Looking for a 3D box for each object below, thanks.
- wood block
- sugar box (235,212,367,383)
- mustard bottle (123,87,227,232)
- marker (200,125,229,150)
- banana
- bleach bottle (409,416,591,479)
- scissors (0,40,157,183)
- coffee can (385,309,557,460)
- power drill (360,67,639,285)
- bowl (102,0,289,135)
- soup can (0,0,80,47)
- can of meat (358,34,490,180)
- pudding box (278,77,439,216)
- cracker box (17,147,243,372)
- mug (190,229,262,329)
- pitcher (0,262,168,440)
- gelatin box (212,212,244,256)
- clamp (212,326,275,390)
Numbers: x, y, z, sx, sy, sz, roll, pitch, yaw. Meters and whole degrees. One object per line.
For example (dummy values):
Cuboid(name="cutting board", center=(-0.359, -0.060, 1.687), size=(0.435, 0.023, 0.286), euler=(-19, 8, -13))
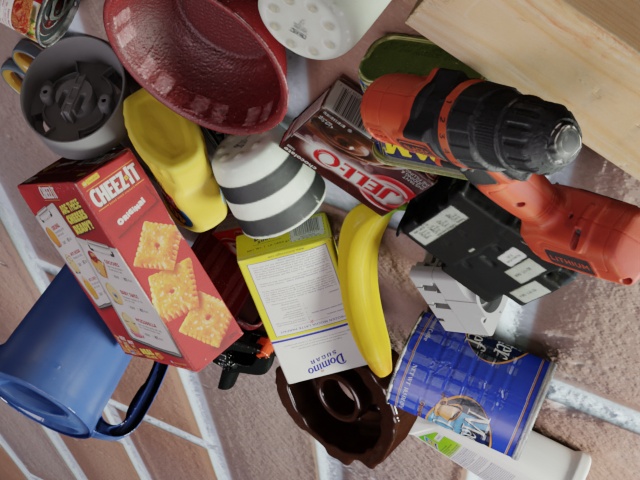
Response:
Cuboid(name="wood block", center=(0.167, -0.120, 0.621), size=(0.206, 0.090, 0.090), euler=(32, 153, -7))
Cuboid(name="sugar box", center=(-0.014, 0.061, 1.060), size=(0.093, 0.048, 0.176), euler=(-14, 131, 5))
Cuboid(name="mustard bottle", center=(-0.127, -0.060, 0.997), size=(0.096, 0.058, 0.191), euler=(53, 170, 22))
Cuboid(name="marker", center=(-0.094, -0.097, 0.973), size=(0.020, 0.020, 0.121), euler=(6, 145, 36))
Cuboid(name="banana", center=(0.044, 0.037, 0.991), size=(0.070, 0.037, 0.198), euler=(43, 142, 45))
Cuboid(name="bleach bottle", center=(0.170, 0.219, 1.207), size=(0.251, 0.068, 0.103), euler=(29, 150, 5))
Cuboid(name="scissors", center=(-0.246, -0.122, 1.074), size=(0.096, 0.016, 0.201), euler=(4, 143, 41))
Cuboid(name="coffee can", center=(0.148, 0.142, 1.054), size=(0.140, 0.102, 0.103), euler=(22, 151, 13))
Cuboid(name="power drill", center=(0.133, -0.041, 0.668), size=(0.187, 0.057, 0.185), euler=(34, 176, -32))
Cuboid(name="bowl", center=(-0.086, -0.157, 0.828), size=(0.162, 0.055, 0.162), euler=(22, 151, 13))
Cuboid(name="soup can", center=(-0.257, -0.213, 0.881), size=(0.102, 0.068, 0.068), euler=(27, 152, 5))
Cuboid(name="can of meat", center=(0.082, -0.098, 0.773), size=(0.102, 0.057, 0.084), euler=(13, 145, 25))
Cuboid(name="pudding box", center=(0.034, -0.074, 0.872), size=(0.113, 0.039, 0.090), euler=(35, 152, -12))
Cuboid(name="cracker box", center=(-0.185, 0.017, 1.036), size=(0.164, 0.072, 0.213), euler=(2, 126, 56))
Cuboid(name="mug", center=(-0.104, 0.049, 1.152), size=(0.117, 0.081, 0.093), euler=(35, 151, -10))
Cuboid(name="pitcher", center=(-0.244, 0.093, 1.182), size=(0.145, 0.242, 0.149), euler=(11, 147, 30))
Cuboid(name="gelatin box", center=(-0.057, 0.001, 1.087), size=(0.089, 0.030, 0.073), euler=(-9, 134, 49))
Cuboid(name="clamp", center=(-0.102, 0.134, 1.224), size=(0.172, 0.039, 0.120), euler=(-4, 145, 45))
